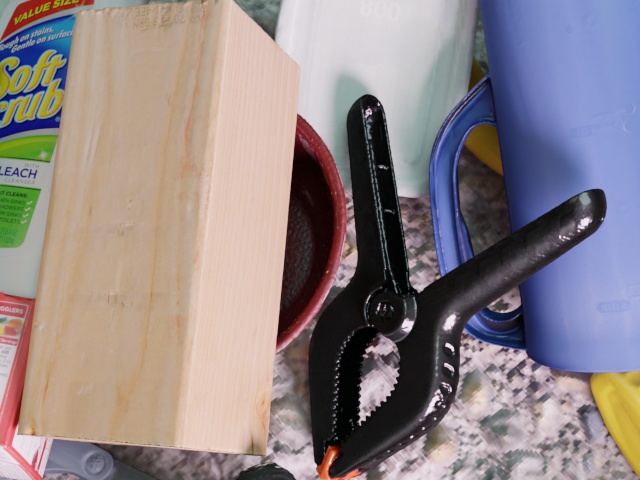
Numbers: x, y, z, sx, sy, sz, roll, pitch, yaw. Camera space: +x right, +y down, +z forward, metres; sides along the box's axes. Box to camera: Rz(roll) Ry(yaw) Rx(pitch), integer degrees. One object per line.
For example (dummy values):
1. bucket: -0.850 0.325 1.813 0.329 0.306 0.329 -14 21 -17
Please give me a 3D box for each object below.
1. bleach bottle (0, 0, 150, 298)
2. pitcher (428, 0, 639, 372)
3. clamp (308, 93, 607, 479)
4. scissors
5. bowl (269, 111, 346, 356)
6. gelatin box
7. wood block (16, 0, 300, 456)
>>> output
1. bleach bottle: -0.153 -0.083 0.595 0.103 0.068 0.251 3 75 23
2. pitcher: 0.147 -0.056 0.587 0.149 0.145 0.243 -17 99 -28
3. clamp: 0.053 0.037 0.569 0.165 0.036 0.210 20 96 40
4. scissors: -0.139 0.131 0.571 0.202 0.016 0.096 39 69 9
5. bowl: -0.054 0.001 0.598 0.162 0.055 0.162 -5 74 19
6. gelatin box: -0.151 0.076 0.533 0.030 0.089 0.073 9 66 1
7. wood block: -0.074 -0.003 0.526 0.090 0.090 0.206 0 77 21
